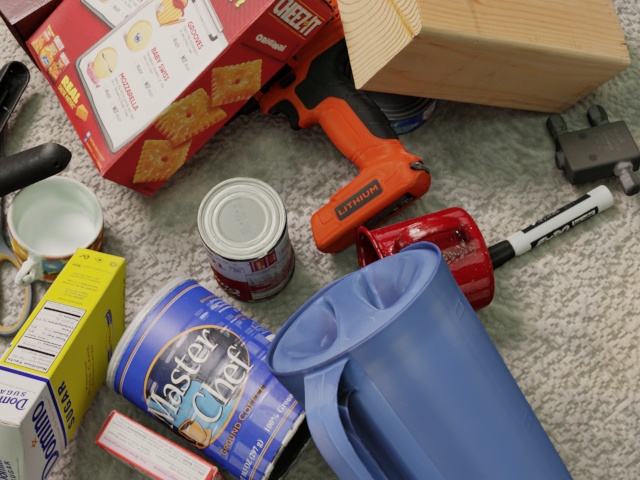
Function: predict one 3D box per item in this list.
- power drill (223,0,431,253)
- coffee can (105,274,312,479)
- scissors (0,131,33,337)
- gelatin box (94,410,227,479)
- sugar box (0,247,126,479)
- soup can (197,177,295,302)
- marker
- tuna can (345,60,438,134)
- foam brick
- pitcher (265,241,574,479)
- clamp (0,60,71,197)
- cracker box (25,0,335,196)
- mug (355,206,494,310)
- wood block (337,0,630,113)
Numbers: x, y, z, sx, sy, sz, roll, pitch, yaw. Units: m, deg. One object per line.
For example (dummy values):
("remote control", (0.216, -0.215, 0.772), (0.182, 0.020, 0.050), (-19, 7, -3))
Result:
("power drill", (-0.013, -0.086, 0.857), (0.185, 0.057, 0.188), (-34, 77, 16))
("coffee can", (-0.070, 0.105, 0.781), (0.140, 0.103, 0.102), (33, 74, 13))
("scissors", (-0.289, -0.010, 0.877), (0.096, 0.016, 0.202), (-17, 70, -6))
("gelatin box", (-0.113, 0.161, 0.777), (0.089, 0.073, 0.030), (26, 73, 11))
("sugar box", (-0.188, 0.094, 0.754), (0.048, 0.093, 0.176), (12, 39, 5))
("soup can", (-0.055, 0.001, 0.819), (0.068, 0.102, 0.068), (-1, 70, 2))
("marker", (0.180, -0.009, 0.857), (0.121, 0.020, 0.020), (-28, 71, -8))
("tuna can", (0.060, -0.133, 0.900), (0.086, 0.034, 0.086), (-1, 70, 2))
("foam brick", (-0.243, -0.194, 0.911), (0.051, 0.078, 0.053), (-36, 73, -9))
("pitcher", (0.079, 0.136, 0.699), (0.149, 0.145, 0.243), (-39, 105, -15))
("clamp", (-0.284, -0.039, 0.843), (0.210, 0.036, 0.165), (-47, 41, -1))
("cracker box", (-0.115, -0.167, 0.847), (0.214, 0.072, 0.164), (-42, 60, 14))
("mug", (0.080, 0.016, 0.804), (0.081, 0.117, 0.093), (-17, 59, -9))
("wood block", (0.128, -0.166, 0.830), (0.205, 0.090, 0.091), (2, 67, -31))
